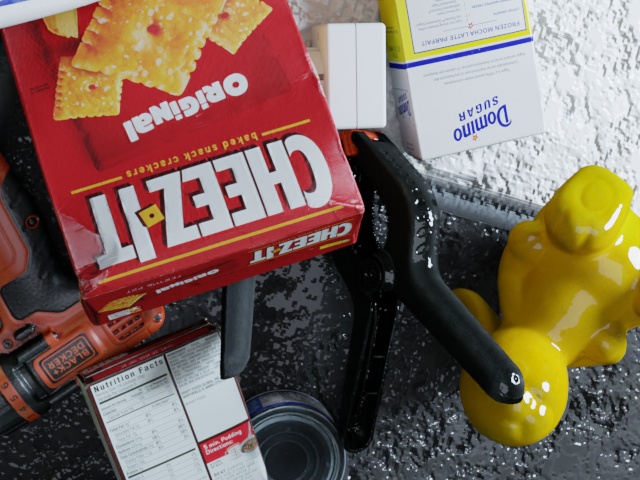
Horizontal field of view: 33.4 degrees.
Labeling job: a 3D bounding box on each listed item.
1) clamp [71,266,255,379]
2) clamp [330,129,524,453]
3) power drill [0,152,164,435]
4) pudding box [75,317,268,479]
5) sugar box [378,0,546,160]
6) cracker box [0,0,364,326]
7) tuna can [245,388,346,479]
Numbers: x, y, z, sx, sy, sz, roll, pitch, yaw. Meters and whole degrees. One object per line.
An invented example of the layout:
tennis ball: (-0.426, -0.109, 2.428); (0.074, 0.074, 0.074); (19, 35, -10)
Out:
clamp: (-0.054, 0.001, 0.663); (0.120, 0.039, 0.171); (44, 67, 3)
clamp: (0.041, 0.031, 0.690); (0.036, 0.165, 0.210); (0, 64, -37)
power drill: (-0.218, 0.029, 0.664); (0.184, 0.057, 0.187); (-34, 108, -8)
pudding box: (-0.091, 0.117, 0.670); (0.090, 0.039, 0.113); (-22, 103, -16)
sugar box: (0.088, -0.148, 0.699); (0.093, 0.048, 0.176); (-13, 106, -10)
cracker box: (-0.087, -0.080, 0.620); (0.164, 0.072, 0.214); (-18, 75, -8)
tuna can: (-0.026, 0.148, 0.735); (0.086, 0.034, 0.086); (-2, 100, -11)
